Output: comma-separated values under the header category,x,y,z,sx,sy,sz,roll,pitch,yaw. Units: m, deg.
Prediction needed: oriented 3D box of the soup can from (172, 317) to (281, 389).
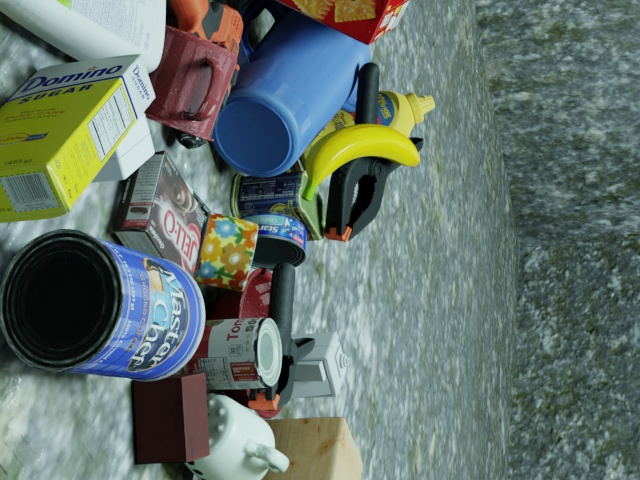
category,x,y,z,sx,sy,sz,roll,pitch,yaw
soup can,-0.095,0.109,1.022,0.068,0.102,0.068,-4,90,-72

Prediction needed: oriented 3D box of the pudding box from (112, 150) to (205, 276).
category,x,y,z,sx,sy,sz,roll,pitch,yaw
pudding box,-0.147,-0.015,0.992,0.113,0.039,0.090,63,28,-52

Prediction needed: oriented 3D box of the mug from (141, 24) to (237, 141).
category,x,y,z,sx,sy,sz,roll,pitch,yaw
mug,-0.120,-0.140,0.950,0.093,0.117,0.081,19,96,-33

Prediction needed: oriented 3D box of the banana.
category,x,y,z,sx,sy,sz,roll,pitch,yaw
banana,0.046,-0.101,1.223,0.197,0.037,0.070,-19,126,-40

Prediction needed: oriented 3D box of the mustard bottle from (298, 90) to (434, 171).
category,x,y,z,sx,sy,sz,roll,pitch,yaw
mustard bottle,0.059,-0.150,1.402,0.096,0.191,0.058,-113,-176,-46

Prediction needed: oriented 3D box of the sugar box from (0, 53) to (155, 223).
category,x,y,z,sx,sy,sz,roll,pitch,yaw
sugar box,-0.194,-0.077,0.770,0.176,0.093,0.048,-72,152,-52

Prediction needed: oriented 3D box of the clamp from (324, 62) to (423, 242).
category,x,y,z,sx,sy,sz,roll,pitch,yaw
clamp,0.062,-0.086,1.296,0.164,0.036,0.210,40,64,-50

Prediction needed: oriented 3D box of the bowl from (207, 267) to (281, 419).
category,x,y,z,sx,sy,sz,roll,pitch,yaw
bowl,-0.081,0.111,1.146,0.162,0.055,0.162,-4,90,-73

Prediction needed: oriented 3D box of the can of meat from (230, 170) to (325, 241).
category,x,y,z,sx,sy,sz,roll,pitch,yaw
can of meat,-0.047,-0.037,1.245,0.102,0.084,0.057,59,31,-55

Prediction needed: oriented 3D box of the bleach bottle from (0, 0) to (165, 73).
category,x,y,z,sx,sy,sz,roll,pitch,yaw
bleach bottle,-0.206,-0.207,0.817,0.250,0.068,0.102,26,61,-68

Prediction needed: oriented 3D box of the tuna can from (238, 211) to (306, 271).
category,x,y,z,sx,sy,sz,roll,pitch,yaw
tuna can,-0.058,0.001,1.198,0.086,0.086,0.033,56,32,-57

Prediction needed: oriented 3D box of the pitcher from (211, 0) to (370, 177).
category,x,y,z,sx,sy,sz,roll,pitch,yaw
pitcher,-0.043,-0.182,1.234,0.242,0.149,0.145,-59,162,-53

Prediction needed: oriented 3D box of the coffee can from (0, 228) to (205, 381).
category,x,y,z,sx,sy,sz,roll,pitch,yaw
coffee can,-0.163,0.053,0.818,0.140,0.103,0.103,28,59,-69

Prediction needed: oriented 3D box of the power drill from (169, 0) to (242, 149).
category,x,y,z,sx,sy,sz,roll,pitch,yaw
power drill,-0.136,-0.209,1.052,0.187,0.057,0.184,67,25,-51

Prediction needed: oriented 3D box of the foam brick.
category,x,y,z,sx,sy,sz,roll,pitch,yaw
foam brick,-0.135,0.161,0.968,0.053,0.051,0.078,11,76,-71

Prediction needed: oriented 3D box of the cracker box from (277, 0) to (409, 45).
category,x,y,z,sx,sy,sz,roll,pitch,yaw
cracker box,-0.007,-0.309,1.222,0.072,0.214,0.164,-64,174,23

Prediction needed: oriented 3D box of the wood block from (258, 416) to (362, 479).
category,x,y,z,sx,sy,sz,roll,pitch,yaw
wood block,-0.023,0.284,1.043,0.206,0.090,0.091,-78,156,-43

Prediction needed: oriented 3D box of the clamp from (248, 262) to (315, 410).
category,x,y,z,sx,sy,sz,roll,pitch,yaw
clamp,-0.039,0.120,1.121,0.171,0.039,0.120,-75,149,-43
